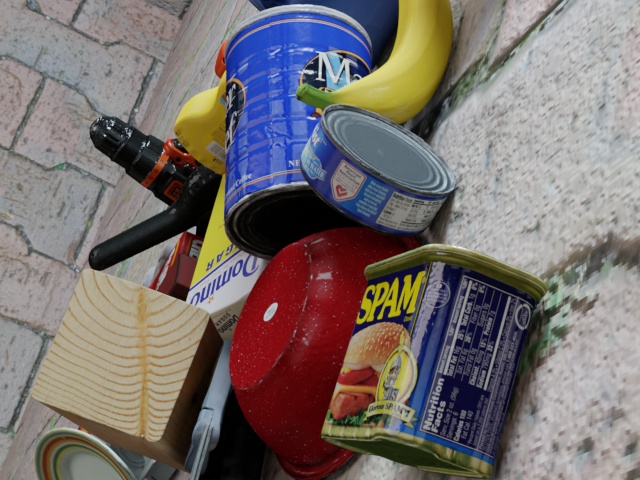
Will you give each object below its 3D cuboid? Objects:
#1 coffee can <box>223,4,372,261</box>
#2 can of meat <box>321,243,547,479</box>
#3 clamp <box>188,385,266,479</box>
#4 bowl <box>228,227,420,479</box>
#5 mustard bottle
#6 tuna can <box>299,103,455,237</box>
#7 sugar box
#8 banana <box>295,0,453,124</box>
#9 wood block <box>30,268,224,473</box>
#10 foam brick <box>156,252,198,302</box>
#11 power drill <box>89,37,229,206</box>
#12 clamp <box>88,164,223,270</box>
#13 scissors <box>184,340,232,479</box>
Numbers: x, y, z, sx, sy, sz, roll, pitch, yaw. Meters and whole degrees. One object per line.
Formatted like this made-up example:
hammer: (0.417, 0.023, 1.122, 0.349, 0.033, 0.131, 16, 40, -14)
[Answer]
coffee can: (-0.013, -0.069, 0.708, 0.103, 0.102, 0.140, 134, 140, -52)
can of meat: (0.046, 0.055, 0.468, 0.102, 0.057, 0.084, -24, 46, 69)
clamp: (-0.055, 0.123, 0.738, 0.120, 0.039, 0.171, -17, 52, 61)
bowl: (-0.008, 0.054, 0.620, 0.162, 0.055, 0.162, -48, 27, 34)
mustard bottle: (-0.048, -0.116, 0.926, 0.192, 0.096, 0.058, -28, 34, 54)
tuna can: (0.032, -0.040, 0.607, 0.034, 0.086, 0.086, -60, 16, 26)
sugar box: (-0.056, 0.001, 0.877, 0.094, 0.048, 0.176, -28, 34, 36)
banana: (0.054, -0.125, 0.697, 0.037, 0.069, 0.197, -30, 18, 42)
wood block: (-0.121, 0.102, 0.759, 0.206, 0.090, 0.090, 86, -157, -72)
foam brick: (-0.101, 0.057, 0.926, 0.053, 0.078, 0.051, -56, 17, 23)
power drill: (-0.122, -0.116, 1.102, 0.188, 0.184, 0.057, -46, 23, 28)
clamp: (-0.114, -0.025, 1.085, 0.210, 0.164, 0.036, -41, 61, 16)
scissors: (-0.071, 0.126, 0.632, 0.201, 0.016, 0.096, -81, 8, -69)
